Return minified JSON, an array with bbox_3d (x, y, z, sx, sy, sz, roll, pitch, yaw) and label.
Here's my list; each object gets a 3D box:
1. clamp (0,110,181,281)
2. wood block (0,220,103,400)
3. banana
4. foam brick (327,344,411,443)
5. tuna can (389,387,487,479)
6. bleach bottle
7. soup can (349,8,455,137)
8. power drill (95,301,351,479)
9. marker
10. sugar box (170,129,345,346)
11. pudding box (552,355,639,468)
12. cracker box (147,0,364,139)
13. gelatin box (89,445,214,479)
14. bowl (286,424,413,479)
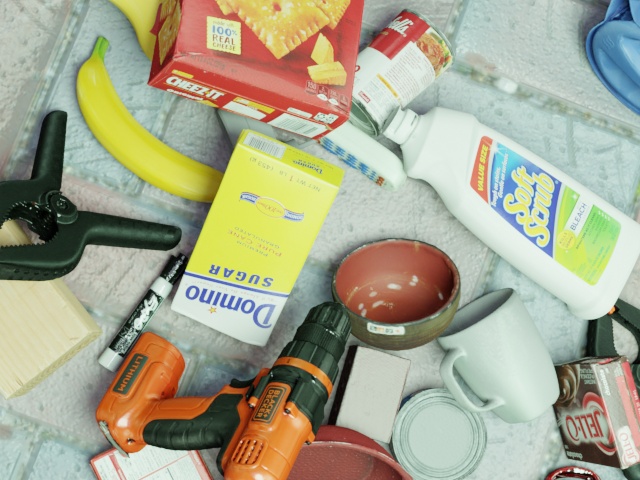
[{"bbox_3d":[-0.213,-0.016,0.889,0.164,0.209,0.036,41,124,-4],"label":"clamp"},{"bbox_3d":[-0.287,0.026,0.909,0.090,0.090,0.206,-38,89,-7],"label":"wood block"},{"bbox_3d":[-0.158,-0.095,0.960,0.069,0.037,0.198,-42,89,-8],"label":"banana"},{"bbox_3d":[0.043,0.135,0.945,0.051,0.053,0.078,17,82,-3],"label":"foam brick"},{"bbox_3d":[0.104,0.175,0.956,0.086,0.034,0.086,1,84,-5],"label":"tuna can"},{"bbox_3d":[0.162,-0.035,0.950,0.250,0.068,0.102,31,78,-10],"label":"bleach bottle"},{"bbox_3d":[0.063,-0.151,0.971,0.068,0.068,0.102,45,82,1],"label":"soup can"},{"bbox_3d":[-0.079,0.120,0.878,0.188,0.057,0.184,1,45,33],"label":"power drill"},{"bbox_3d":[-0.156,0.063,0.952,0.020,0.020,0.121,34,82,-1],"label":"marker"},{"bbox_3d":[-0.056,0.001,0.909,0.093,0.048,0.176,23,116,-2],"label":"sugar box"},{"bbox_3d":[0.241,0.148,0.931,0.039,0.113,0.090,-14,85,-10],"label":"pudding box"},{"bbox_3d":[-0.045,-0.213,0.907,0.164,0.072,0.213,16,72,-26],"label":"cracker box"},{"bbox_3d":[-0.146,0.204,0.933,0.089,0.030,0.073,-27,88,-7],"label":"gelatin box"},{"bbox_3d":[0.002,0.208,0.909,0.162,0.055,0.162,0,127,0],"label":"bowl"}]
